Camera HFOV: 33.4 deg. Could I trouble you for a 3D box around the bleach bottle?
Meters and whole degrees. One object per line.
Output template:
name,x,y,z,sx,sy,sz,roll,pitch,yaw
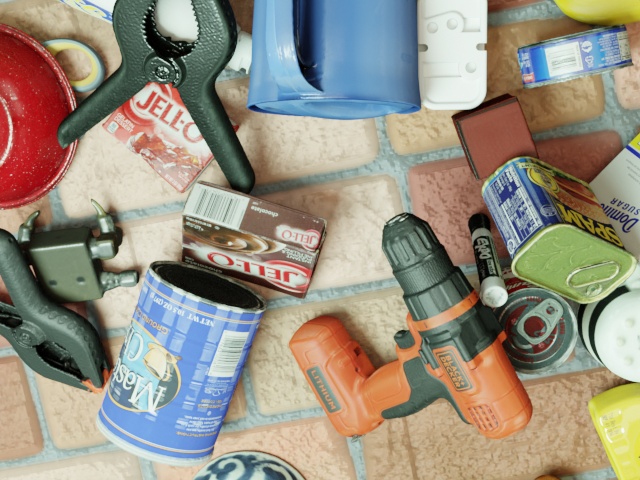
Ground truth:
bleach bottle,-0.163,-0.202,0.839,0.251,0.102,0.068,27,85,-1

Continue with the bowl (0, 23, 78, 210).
bowl,-0.284,-0.098,0.877,0.162,0.055,0.162,2,105,9

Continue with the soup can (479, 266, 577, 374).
soup can,0.164,0.061,0.858,0.068,0.102,0.068,1,99,4

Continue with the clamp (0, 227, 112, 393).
clamp,-0.253,0.071,0.907,0.120,0.039,0.171,-19,117,37

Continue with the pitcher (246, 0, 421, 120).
pitcher,0.008,-0.213,0.798,0.144,0.149,0.243,0,92,-22

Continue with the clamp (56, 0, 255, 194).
clamp,-0.125,-0.133,0.813,0.164,0.036,0.210,9,127,4

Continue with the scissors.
scissors,-0.263,-0.168,0.894,0.096,0.016,0.201,-43,95,12

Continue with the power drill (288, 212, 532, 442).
power drill,0.057,0.080,0.838,0.188,0.057,0.184,-23,97,50

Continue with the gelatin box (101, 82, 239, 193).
gelatin box,-0.125,-0.095,0.889,0.089,0.030,0.073,41,99,-3

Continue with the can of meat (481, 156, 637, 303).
can of meat,0.178,-0.010,0.806,0.101,0.084,0.058,21,125,-33

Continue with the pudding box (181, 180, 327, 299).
pudding box,-0.056,0.001,0.870,0.113,0.090,0.039,19,62,2

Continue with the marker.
marker,0.131,0.012,0.846,0.020,0.121,0.020,1,120,1

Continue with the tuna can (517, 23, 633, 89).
tuna can,0.198,-0.143,0.832,0.086,0.086,0.034,-12,97,5

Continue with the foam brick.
foam brick,0.137,-0.083,0.850,0.053,0.078,0.051,-21,97,9

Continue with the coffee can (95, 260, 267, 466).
coffee can,-0.115,0.100,0.883,0.103,0.103,0.140,21,100,0
